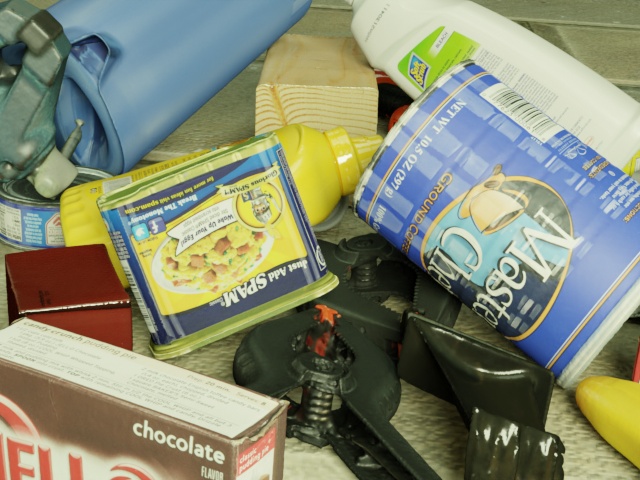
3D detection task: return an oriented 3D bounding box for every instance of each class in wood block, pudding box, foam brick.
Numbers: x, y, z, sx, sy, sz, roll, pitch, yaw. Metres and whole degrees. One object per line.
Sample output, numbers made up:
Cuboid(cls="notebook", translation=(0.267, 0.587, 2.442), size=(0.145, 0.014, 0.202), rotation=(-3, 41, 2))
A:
Cuboid(cls="wood block", translation=(-0.003, -0.104, 0.863), size=(0.090, 0.091, 0.206), rotation=(2, 21, 0))
Cuboid(cls="pudding box", translation=(-0.069, 0.084, 0.359), size=(0.114, 0.090, 0.039), rotation=(12, 22, 22))
Cuboid(cls="foam brick", translation=(-0.124, 0.040, 0.522), size=(0.053, 0.051, 0.078), rotation=(-5, 22, -18))

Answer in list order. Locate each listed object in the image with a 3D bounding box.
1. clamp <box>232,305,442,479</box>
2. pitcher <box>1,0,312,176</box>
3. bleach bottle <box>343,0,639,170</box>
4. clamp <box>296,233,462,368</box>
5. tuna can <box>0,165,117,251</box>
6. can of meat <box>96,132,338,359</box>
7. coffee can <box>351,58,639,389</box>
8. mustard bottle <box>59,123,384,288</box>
Cuboid(cls="clamp", translation=(0.007, 0.075, 0.468), size=(0.120, 0.039, 0.171), rotation=(23, 21, 4))
Cuboid(cls="pitcher", translation=(-0.122, -0.158, 0.834), size=(0.149, 0.145, 0.242), rotation=(20, 50, 37))
Cuboid(cls="bleach bottle", translation=(0.118, -0.128, 0.784), size=(0.251, 0.103, 0.068), rotation=(40, 28, 8))
Cuboid(cls="clamp", translation=(0.033, 0.013, 0.626), size=(0.164, 0.036, 0.210), rotation=(-14, 26, -17))
Cuboid(cls="tuna can", translation=(-0.171, -0.022, 0.704), size=(0.086, 0.034, 0.086), rotation=(3, 21, -1))
Cuboid(cls="can of meat", translation=(-0.054, 0.001, 0.543), size=(0.102, 0.084, 0.057), rotation=(-23, 11, -11))
Cuboid(cls="coffee can", translation=(0.101, -0.009, 0.538), size=(0.140, 0.103, 0.102), rotation=(40, 33, 15))
Cuboid(cls="mustard bottle", translation=(-0.053, -0.026, 0.626), size=(0.191, 0.058, 0.096), rotation=(-18, 23, -6))
